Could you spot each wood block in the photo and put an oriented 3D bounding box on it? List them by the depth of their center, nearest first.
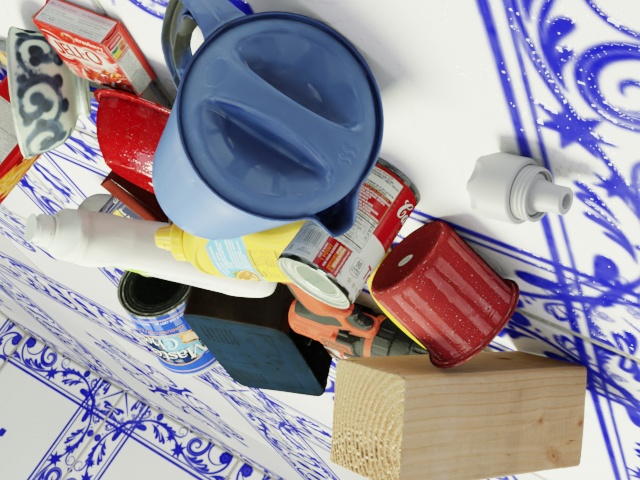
[{"bbox_3d":[0.119,0.145,0.897,0.205,0.090,0.091,2,-176,-35],"label":"wood block"}]

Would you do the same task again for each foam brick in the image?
[{"bbox_3d":[-0.184,-0.058,1.133,0.078,0.053,0.051,40,162,-14],"label":"foam brick"}]

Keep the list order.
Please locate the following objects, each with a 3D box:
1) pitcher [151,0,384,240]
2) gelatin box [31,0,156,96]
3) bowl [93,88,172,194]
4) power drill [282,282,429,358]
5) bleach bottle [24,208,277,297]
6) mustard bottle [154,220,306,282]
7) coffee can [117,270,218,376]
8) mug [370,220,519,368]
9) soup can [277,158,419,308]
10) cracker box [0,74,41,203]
[{"bbox_3d":[-0.059,-0.075,0.767,0.145,0.149,0.243,12,171,-15],"label":"pitcher"},{"bbox_3d":[-0.193,-0.163,0.907,0.089,0.030,0.073,24,160,29],"label":"gelatin box"},{"bbox_3d":[-0.140,-0.074,0.958,0.162,0.055,0.162,24,171,4],"label":"bowl"},{"bbox_3d":[0.030,0.068,1.074,0.185,0.057,0.187,16,155,27],"label":"power drill"},{"bbox_3d":[-0.169,0.008,1.071,0.250,0.068,0.103,11,171,-36],"label":"bleach bottle"},{"bbox_3d":[-0.056,0.001,0.939,0.192,0.058,0.096,2,150,18],"label":"mustard bottle"},{"bbox_3d":[-0.180,0.092,1.334,0.103,0.102,0.140,23,153,30],"label":"coffee can"},{"bbox_3d":[0.094,0.035,0.846,0.081,0.093,0.117,44,-167,-15],"label":"mug"},{"bbox_3d":[0.021,-0.008,0.816,0.068,0.102,0.068,30,162,11],"label":"soup can"},{"bbox_3d":[-0.386,-0.068,1.197,0.072,0.213,0.164,36,163,-8],"label":"cracker box"}]
